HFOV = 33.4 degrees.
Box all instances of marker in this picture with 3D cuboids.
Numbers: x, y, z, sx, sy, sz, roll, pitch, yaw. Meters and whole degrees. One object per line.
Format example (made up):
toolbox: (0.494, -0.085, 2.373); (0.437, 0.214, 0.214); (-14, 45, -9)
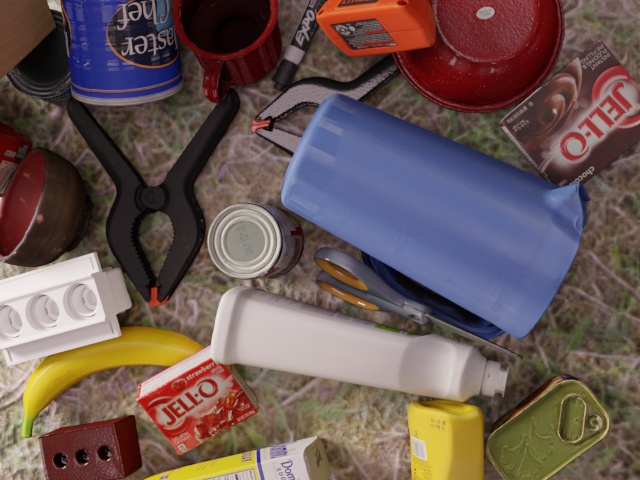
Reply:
marker: (-0.014, -0.195, 0.990); (0.020, 0.020, 0.121); (26, 94, 9)

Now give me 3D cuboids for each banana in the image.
banana: (-0.204, 0.119, 1.010); (0.198, 0.037, 0.069); (-24, 91, 8)

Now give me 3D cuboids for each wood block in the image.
wood block: (-0.305, -0.185, 0.900); (0.090, 0.206, 0.091); (-10, 115, 8)

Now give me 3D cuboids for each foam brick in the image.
foam brick: (-0.215, 0.199, 1.002); (0.078, 0.051, 0.053); (-12, 88, 9)

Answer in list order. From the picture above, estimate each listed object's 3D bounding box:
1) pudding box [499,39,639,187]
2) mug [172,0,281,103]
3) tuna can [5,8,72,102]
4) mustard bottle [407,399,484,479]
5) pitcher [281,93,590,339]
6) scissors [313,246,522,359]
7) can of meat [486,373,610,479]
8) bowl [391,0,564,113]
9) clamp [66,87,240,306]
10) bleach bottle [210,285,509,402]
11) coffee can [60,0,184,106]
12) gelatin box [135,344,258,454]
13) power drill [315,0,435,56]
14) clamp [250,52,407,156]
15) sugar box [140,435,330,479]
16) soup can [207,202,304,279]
pudding box: (0.227, -0.105, 0.934); (0.113, 0.039, 0.090); (-40, 91, 8)
mug: (-0.082, -0.179, 0.960); (0.093, 0.081, 0.117); (10, 78, 8)
tuna can: (-0.259, -0.176, 1.023); (0.086, 0.033, 0.086); (0, 89, 9)
mustard bottle: (0.111, 0.238, 0.924); (0.058, 0.096, 0.191); (-2, 89, -17)
pitcher: (0.091, -0.019, 0.907); (0.243, 0.145, 0.149); (26, 87, 3)
scissors: (0.072, 0.051, 0.915); (0.202, 0.096, 0.016); (16, 67, 36)
can of meat: (0.194, 0.161, 0.917); (0.102, 0.084, 0.057); (-39, 83, 7)
bowl: (0.140, -0.195, 0.931); (0.162, 0.055, 0.162); (0, 89, -2)
clamp: (-0.165, -0.045, 1.003); (0.164, 0.036, 0.210); (5, 89, 6)
bleach bottle: (0.038, 0.097, 0.935); (0.251, 0.102, 0.068); (12, 94, 10)
coffee can: (-0.179, -0.202, 0.950); (0.103, 0.102, 0.140); (2, 116, 9)
gelatin box: (-0.113, 0.146, 0.982); (0.089, 0.030, 0.073); (-29, 112, 8)
power drill: (0.086, -0.246, 0.893); (0.185, 0.057, 0.187); (0, 58, 43)
clamp: (0.024, -0.123, 0.974); (0.171, 0.039, 0.120); (3, 83, 3)
sugar box: (-0.085, 0.219, 0.959); (0.176, 0.093, 0.048); (-17, 87, 8)
soup can: (-0.056, 0.001, 0.952); (0.068, 0.102, 0.068); (0, 90, 9)
